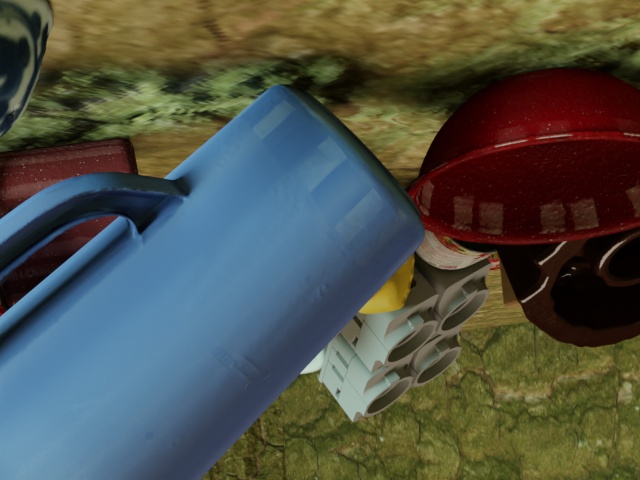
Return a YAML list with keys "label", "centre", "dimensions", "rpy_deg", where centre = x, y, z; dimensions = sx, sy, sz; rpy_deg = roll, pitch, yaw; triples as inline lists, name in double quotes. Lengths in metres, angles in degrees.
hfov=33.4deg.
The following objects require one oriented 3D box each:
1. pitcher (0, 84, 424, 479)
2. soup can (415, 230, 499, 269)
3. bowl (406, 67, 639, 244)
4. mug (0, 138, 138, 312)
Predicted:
- label: "pitcher"
  centre: [-0.074, 0.035, 0.516]
  dimensions: [0.243, 0.145, 0.149]
  rpy_deg: [-44, 172, -1]
- label: "soup can"
  centre: [0.105, -0.017, 0.775]
  dimensions: [0.068, 0.068, 0.102]
  rpy_deg: [-4, 172, -7]
- label: "bowl"
  centre: [0.123, -0.048, 0.574]
  dimensions: [0.162, 0.055, 0.162]
  rpy_deg: [-2, 161, -1]
- label: "mug"
  centre: [-0.142, -0.014, 0.603]
  dimensions: [0.081, 0.093, 0.117]
  rpy_deg: [-8, -171, -11]
